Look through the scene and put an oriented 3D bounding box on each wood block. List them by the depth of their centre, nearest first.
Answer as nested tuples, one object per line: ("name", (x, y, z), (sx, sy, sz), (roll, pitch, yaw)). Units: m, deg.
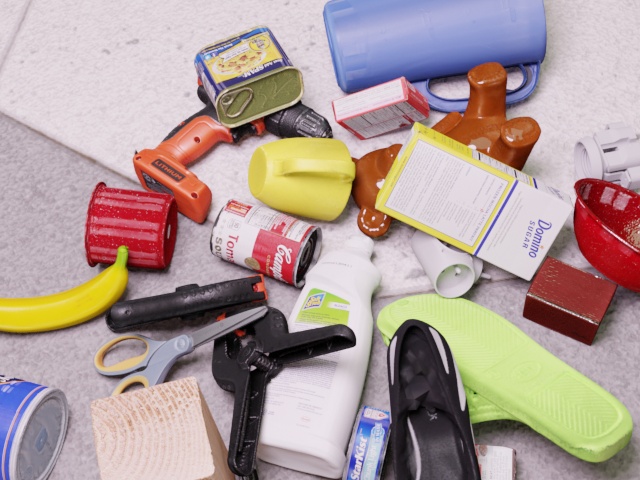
("wood block", (-0.128, 0.207, 0.938), (0.090, 0.206, 0.090), (-14, 60, -4))

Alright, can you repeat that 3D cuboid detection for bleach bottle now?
("bleach bottle", (0.012, 0.104, 1.067), (0.103, 0.068, 0.250), (9, 59, 21))

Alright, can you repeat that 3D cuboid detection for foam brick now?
("foam brick", (0.251, 0.061, 1.081), (0.078, 0.053, 0.051), (24, 65, 15))

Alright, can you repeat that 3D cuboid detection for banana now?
("banana", (-0.280, 0.062, 1.116), (0.198, 0.069, 0.037), (-19, 21, 4))

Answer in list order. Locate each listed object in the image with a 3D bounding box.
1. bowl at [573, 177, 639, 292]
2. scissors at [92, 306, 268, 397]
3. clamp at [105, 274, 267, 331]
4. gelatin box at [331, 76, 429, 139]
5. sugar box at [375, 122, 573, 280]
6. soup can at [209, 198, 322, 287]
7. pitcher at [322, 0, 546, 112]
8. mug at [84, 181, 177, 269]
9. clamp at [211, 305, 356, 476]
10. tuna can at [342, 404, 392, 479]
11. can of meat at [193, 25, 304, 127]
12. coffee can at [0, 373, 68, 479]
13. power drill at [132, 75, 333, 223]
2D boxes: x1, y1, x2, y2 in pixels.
("bowl", (0.315, 0.004, 1.081), (0.162, 0.055, 0.162), (21, 28, -12))
("scissors", (-0.141, 0.124, 1.059), (0.202, 0.016, 0.096), (-9, 70, 24))
("clamp", (-0.138, 0.063, 1.080), (0.171, 0.120, 0.039), (-14, 92, -6))
("gelatin box", (0.068, -0.146, 1.183), (0.089, 0.073, 0.030), (-17, 73, 22))
("sugar box", (0.154, -0.039, 1.077), (0.176, 0.093, 0.048), (25, 22, -6))
("soup can", (-0.057, 0.001, 1.130), (0.102, 0.068, 0.068), (20, 64, 15))
("pitcher", (0.132, -0.234, 1.225), (0.243, 0.145, 0.149), (-12, 48, 2))
("mug", (-0.198, -0.018, 1.149), (0.081, 0.093, 0.117), (6, 25, 2))
("clamp", (-0.050, 0.110, 1.019), (0.164, 0.036, 0.210), (-47, 28, 6))
("tuna can", (0.046, 0.199, 0.999), (0.034, 0.086, 0.086), (12, 62, 9))
("can of meat", (-0.081, -0.183, 1.182), (0.102, 0.057, 0.084), (-23, 54, -10))
("coffee can", (-0.331, 0.176, 1.031), (0.140, 0.103, 0.102), (13, 62, 12))
("power drill", (-0.104, -0.109, 1.204), (0.185, 0.057, 0.187), (30, 64, 24))
